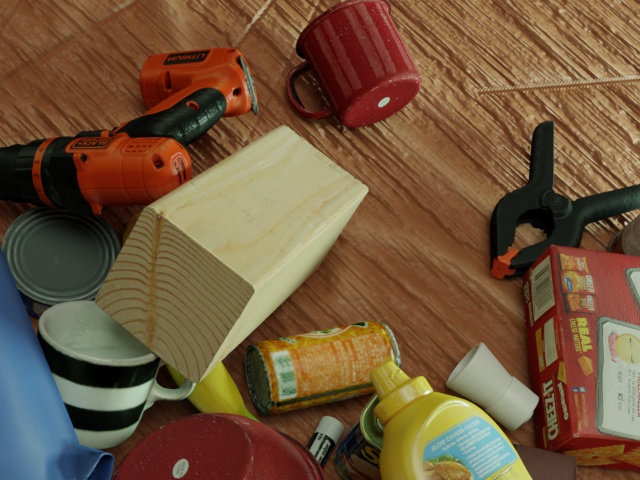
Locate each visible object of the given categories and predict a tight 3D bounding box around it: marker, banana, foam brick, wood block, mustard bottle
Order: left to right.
[{"bbox_3d":[-0.107,0.057,0.781,0.037,0.069,0.198,-29,72,-1],"label":"banana"},{"bbox_3d":[-0.056,0.001,0.760,0.090,0.091,0.205,37,30,6],"label":"wood block"},{"bbox_3d":[-0.017,0.178,0.760,0.020,0.020,0.121,31,57,2],"label":"marker"},{"bbox_3d":[0.092,0.159,0.677,0.096,0.058,0.192,-20,68,-41],"label":"mustard bottle"},{"bbox_3d":[0.153,0.196,0.781,0.051,0.053,0.078,14,57,-8],"label":"foam brick"}]

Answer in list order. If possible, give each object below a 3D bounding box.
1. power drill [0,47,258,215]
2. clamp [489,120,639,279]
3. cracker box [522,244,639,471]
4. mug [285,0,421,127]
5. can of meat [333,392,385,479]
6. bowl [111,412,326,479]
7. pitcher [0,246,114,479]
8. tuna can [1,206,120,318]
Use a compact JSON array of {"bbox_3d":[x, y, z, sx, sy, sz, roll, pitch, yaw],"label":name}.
[{"bbox_3d":[-0.147,-0.083,0.814,0.185,0.057,0.187,3,35,28],"label":"power drill"},{"bbox_3d":[0.212,-0.024,0.931,0.120,0.039,0.171,26,61,18],"label":"clamp"},{"bbox_3d":[0.277,0.101,0.863,0.213,0.072,0.164,8,60,-14],"label":"cracker box"},{"bbox_3d":[0.026,-0.147,0.929,0.117,0.093,0.081,-27,74,5],"label":"mug"},{"bbox_3d":[0.065,0.157,0.758,0.102,0.084,0.057,37,58,6],"label":"can of meat"},{"bbox_3d":[-0.079,0.163,0.680,0.162,0.055,0.162,-12,36,9],"label":"bowl"},{"bbox_3d":[-0.240,0.087,0.654,0.149,0.145,0.243,-9,61,-34],"label":"pitcher"},{"bbox_3d":[-0.193,0.017,0.793,0.086,0.034,0.086,7,59,-13],"label":"tuna can"}]
